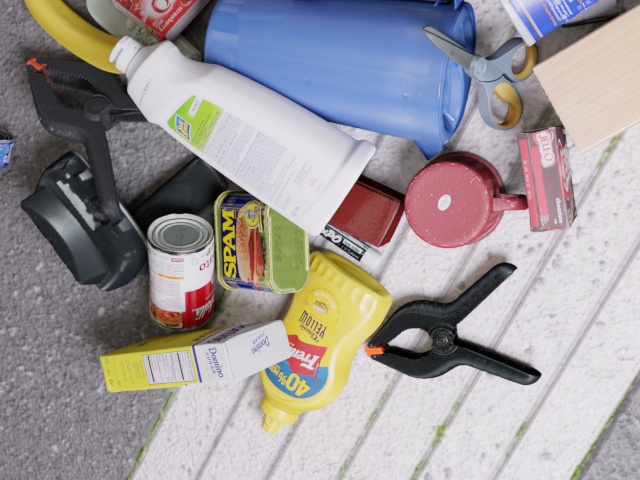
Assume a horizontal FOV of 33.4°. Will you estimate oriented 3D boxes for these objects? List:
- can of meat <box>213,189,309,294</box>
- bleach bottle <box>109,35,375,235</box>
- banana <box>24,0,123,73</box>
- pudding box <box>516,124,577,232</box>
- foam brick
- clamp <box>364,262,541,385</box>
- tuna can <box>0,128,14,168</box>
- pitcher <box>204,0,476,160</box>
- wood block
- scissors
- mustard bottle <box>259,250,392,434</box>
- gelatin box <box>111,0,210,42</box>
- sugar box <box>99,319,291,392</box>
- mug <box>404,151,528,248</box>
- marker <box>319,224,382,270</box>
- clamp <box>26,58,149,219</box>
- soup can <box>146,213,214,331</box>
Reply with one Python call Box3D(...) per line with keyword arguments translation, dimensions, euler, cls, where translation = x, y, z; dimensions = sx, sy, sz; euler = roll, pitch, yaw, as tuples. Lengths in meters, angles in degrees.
Box3D(translation=(-0.057, 0.001, 1.058), dimensions=(0.084, 0.057, 0.102), euler=(5, 99, 48), cls="can of meat")
Box3D(translation=(-0.080, -0.113, 0.980), dimensions=(0.251, 0.068, 0.103), euler=(34, 127, 1), cls="bleach bottle")
Box3D(translation=(-0.249, -0.217, 1.098), dimensions=(0.198, 0.069, 0.037), euler=(38, 73, 19), cls="banana")
Box3D(translation=(0.206, -0.058, 0.966), dimensions=(0.039, 0.113, 0.090), euler=(-7, 95, 16), cls="pudding box")
Box3D(translation=(0.040, -0.033, 1.048), dimensions=(0.078, 0.053, 0.051), euler=(26, 102, 13), cls="foam brick")
Box3D(translation=(0.131, 0.102, 1.045), dimensions=(0.172, 0.039, 0.120), euler=(-21, 86, 23), cls="clamp")
Box3D(translation=(-0.373, -0.104, 1.139), dimensions=(0.086, 0.086, 0.034), euler=(19, 103, 13), cls="tuna can")
Box3D(translation=(0.019, -0.180, 0.998), dimensions=(0.243, 0.145, 0.149), euler=(12, 73, 17), cls="pitcher")
Box3D(translation=(0.300, -0.166, 0.939), dimensions=(0.206, 0.090, 0.091), euler=(-30, 88, 16), cls="wood block")
Box3D(translation=(0.148, -0.167, 0.942), dimensions=(0.016, 0.201, 0.096), euler=(25, 79, 34), cls="scissors")
Box3D(translation=(-0.010, 0.112, 1.074), dimensions=(0.096, 0.058, 0.192), euler=(35, 106, 28), cls="mustard bottle")
Box3D(translation=(-0.155, -0.251, 1.072), dimensions=(0.073, 0.030, 0.089), euler=(38, 79, 10), cls="gelatin box")
Box3D(translation=(-0.126, 0.115, 1.064), dimensions=(0.177, 0.093, 0.048), euler=(-13, 92, 36), cls="sugar box")
Box3D(translation=(0.137, -0.036, 1.005), dimensions=(0.117, 0.081, 0.093), euler=(4, 98, 15), cls="mug")
Box3D(translation=(0.008, -0.010, 1.077), dimensions=(0.121, 0.020, 0.020), euler=(34, 104, 9), cls="marker")
Box3D(translation=(-0.216, -0.133, 1.099), dimensions=(0.164, 0.036, 0.210), euler=(-41, 67, -20), cls="clamp")
Box3D(translation=(-0.141, 0.032, 1.078), dimensions=(0.068, 0.068, 0.102), euler=(15, 128, 14), cls="soup can")
